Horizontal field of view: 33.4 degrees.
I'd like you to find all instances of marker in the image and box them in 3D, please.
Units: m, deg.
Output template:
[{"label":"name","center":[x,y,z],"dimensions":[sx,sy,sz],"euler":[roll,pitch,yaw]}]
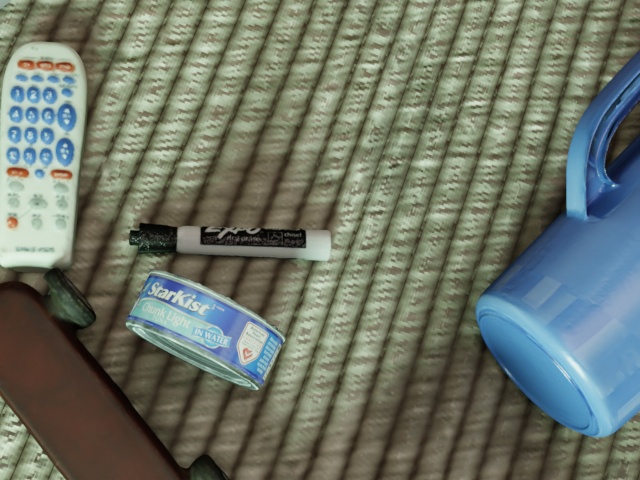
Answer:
[{"label":"marker","center":[-0.054,0.001,0.644],"dimensions":[0.121,0.020,0.020],"euler":[2,77,-9]}]

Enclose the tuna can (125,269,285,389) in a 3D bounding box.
[{"label":"tuna can","center":[-0.065,0.051,0.597],"dimensions":[0.086,0.086,0.033],"euler":[27,76,-3]}]
